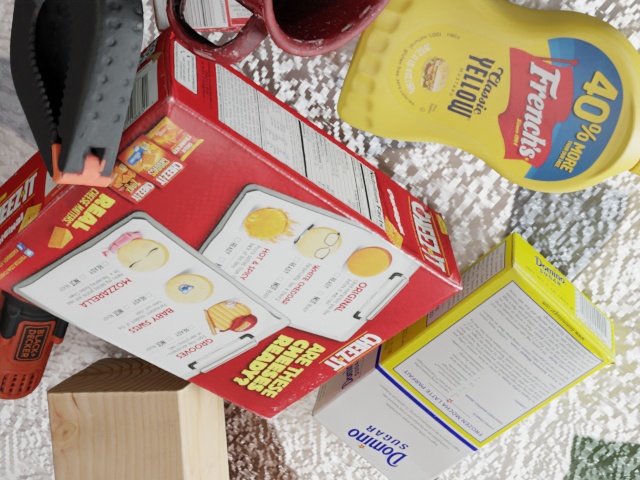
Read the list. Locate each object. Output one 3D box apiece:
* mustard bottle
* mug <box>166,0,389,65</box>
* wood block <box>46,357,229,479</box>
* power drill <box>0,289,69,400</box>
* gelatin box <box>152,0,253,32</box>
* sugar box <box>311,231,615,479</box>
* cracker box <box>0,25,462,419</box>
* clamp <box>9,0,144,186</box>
[{"bbox_3d":[0.111,-0.077,0.563,0.191,0.058,0.096,20,117,-2],"label":"mustard bottle"},{"bbox_3d":[-0.023,-0.130,0.465,0.082,0.093,0.117,40,96,28],"label":"mug"},{"bbox_3d":[-0.112,0.187,0.704,0.091,0.090,0.206,-2,97,12],"label":"wood block"},{"bbox_3d":[-0.239,0.029,0.644,0.187,0.057,0.185,2,129,-30],"label":"power drill"},{"bbox_3d":[-0.034,-0.133,0.549,0.089,0.073,0.030,1,122,9],"label":"gelatin box"},{"bbox_3d":[0.087,0.082,0.671,0.093,0.048,0.176,42,123,-14],"label":"sugar box"},{"bbox_3d":[-0.054,0.001,0.597,0.213,0.072,0.164,32,125,-34],"label":"cracker box"},{"bbox_3d":[-0.111,-0.132,0.490,0.165,0.036,0.210,-23,71,47],"label":"clamp"}]
